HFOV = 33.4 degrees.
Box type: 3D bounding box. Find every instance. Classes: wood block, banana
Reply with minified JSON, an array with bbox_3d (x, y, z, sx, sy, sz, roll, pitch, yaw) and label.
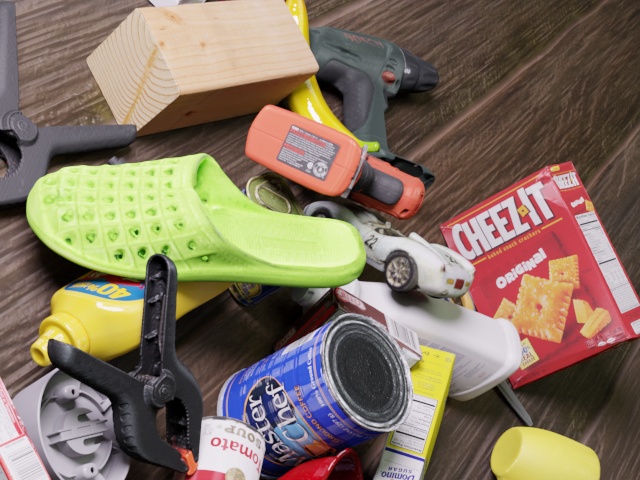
[{"bbox_3d":[-0.109,-0.172,1.042,0.205,0.091,0.090,-21,82,-51],"label":"wood block"},{"bbox_3d":[-0.007,-0.163,1.136,0.198,0.070,0.037,63,12,9],"label":"banana"}]

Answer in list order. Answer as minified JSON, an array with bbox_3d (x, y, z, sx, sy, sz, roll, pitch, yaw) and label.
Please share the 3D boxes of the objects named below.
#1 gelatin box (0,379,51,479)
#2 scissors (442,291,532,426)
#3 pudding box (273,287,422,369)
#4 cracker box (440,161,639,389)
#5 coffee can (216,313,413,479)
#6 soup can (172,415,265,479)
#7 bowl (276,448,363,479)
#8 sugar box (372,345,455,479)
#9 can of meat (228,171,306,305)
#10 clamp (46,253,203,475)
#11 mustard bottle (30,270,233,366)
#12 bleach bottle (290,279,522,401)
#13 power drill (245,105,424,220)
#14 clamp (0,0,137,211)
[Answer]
[{"bbox_3d":[-0.229,0.141,0.725,0.030,0.073,0.089,-21,81,-51],"label":"gelatin box"},{"bbox_3d":[0.185,0.117,1.221,0.201,0.016,0.096,44,41,-17],"label":"scissors"},{"bbox_3d":[0.026,0.103,1.001,0.113,0.090,0.039,33,25,-27],"label":"pudding box"},{"bbox_3d":[0.254,0.041,1.225,0.071,0.164,0.214,-12,75,-51],"label":"cracker box"},{"bbox_3d":[-0.006,0.135,0.909,0.102,0.141,0.103,26,49,-33],"label":"coffee can"},{"bbox_3d":[-0.084,0.199,0.844,0.068,0.069,0.102,36,43,-25],"label":"soup can"},{"bbox_3d":[-0.016,0.243,0.860,0.162,0.055,0.162,9,90,-71],"label":"bowl"},{"bbox_3d":[0.084,0.193,1.003,0.048,0.093,0.176,13,44,8],"label":"sugar box"},{"bbox_3d":[-0.057,0.001,0.989,0.057,0.084,0.102,-26,86,-51],"label":"can of meat"},{"bbox_3d":[-0.124,0.098,0.790,0.120,0.039,0.171,-47,133,-29],"label":"clamp"},{"bbox_3d":[-0.156,0.048,0.848,0.191,0.096,0.058,-36,129,-50],"label":"mustard bottle"},{"bbox_3d":[0.081,0.085,1.064,0.250,0.103,0.068,26,40,-33],"label":"bleach bottle"},{"bbox_3d":[-0.002,-0.080,1.020,0.185,0.057,0.187,23,5,19],"label":"power drill"},{"bbox_3d":[-0.258,-0.098,0.878,0.164,0.036,0.209,50,42,-13],"label":"clamp"}]
